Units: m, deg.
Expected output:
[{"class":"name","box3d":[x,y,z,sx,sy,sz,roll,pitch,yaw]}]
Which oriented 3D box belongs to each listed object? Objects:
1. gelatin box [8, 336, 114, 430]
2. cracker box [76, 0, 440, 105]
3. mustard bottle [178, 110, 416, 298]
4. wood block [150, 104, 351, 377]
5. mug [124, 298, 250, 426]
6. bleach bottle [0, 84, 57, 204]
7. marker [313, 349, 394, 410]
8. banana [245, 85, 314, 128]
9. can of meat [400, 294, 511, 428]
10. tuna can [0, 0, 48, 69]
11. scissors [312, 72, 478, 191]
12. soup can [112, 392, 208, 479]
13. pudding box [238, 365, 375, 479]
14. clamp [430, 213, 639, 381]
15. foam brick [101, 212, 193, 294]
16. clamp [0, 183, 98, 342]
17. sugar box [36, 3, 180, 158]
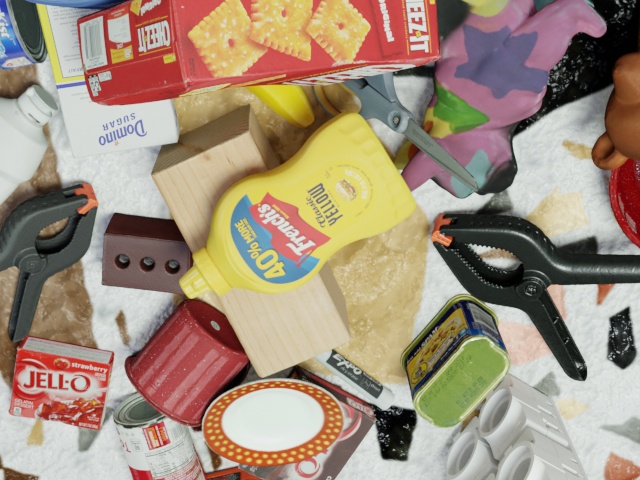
[{"class":"gelatin box","box3d":[-0.245,0.135,1.008,0.089,0.030,0.073,11,111,-6]},{"class":"cracker box","box3d":[-0.046,-0.145,0.777,0.213,0.164,0.072,-11,97,-33]},{"class":"mustard bottle","box3d":[-0.028,-0.014,0.840,0.191,0.058,0.096,-33,103,1]},{"class":"wood block","box3d":[-0.057,0.001,0.926,0.090,0.091,0.206,-23,111,8]},{"class":"mug","box3d":[-0.109,0.112,0.978,0.081,0.093,0.117,-50,136,11]},{"class":"bleach bottle","box3d":[-0.332,-0.049,0.918,0.251,0.068,0.102,-39,109,11]},{"class":"marker","box3d":[0.020,0.121,1.013,0.121,0.020,0.020,38,106,-15]},{"class":"banana","box3d":[-0.086,-0.146,0.873,0.197,0.037,0.069,11,86,-33]},{"class":"can of meat","box3d":[0.123,0.111,0.977,0.057,0.084,0.102,35,107,-14]},{"class":"tuna can","box3d":[-0.249,-0.181,0.853,0.034,0.086,0.086,-10,112,4]},{"class":"scissors","box3d":[0.063,-0.116,0.842,0.016,0.202,0.096,-3,112,-40]},{"class":"soup can","box3d":[-0.151,0.200,1.016,0.068,0.068,0.102,-12,111,4]},{"class":"pudding box","box3d":[-0.014,0.188,1.029,0.090,0.039,0.114,29,108,-12]},{"class":"clamp","box3d":[0.193,0.042,0.965,0.210,0.036,0.165,22,129,2]},{"class":"foam brick","box3d":[-0.151,0.012,0.949,0.078,0.051,0.053,6,112,-4]},{"class":"clamp","box3d":[-0.268,0.012,0.938,0.120,0.039,0.171,25,110,-47]},{"class":"sugar box","box3d":[-0.177,-0.162,0.884,0.093,0.048,0.176,-8,114,-1]}]
